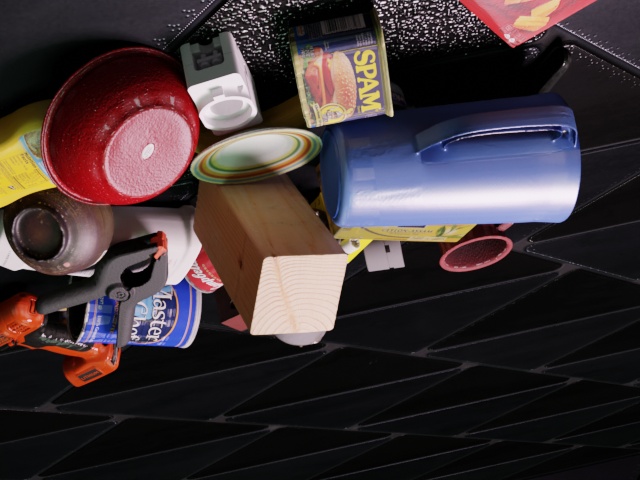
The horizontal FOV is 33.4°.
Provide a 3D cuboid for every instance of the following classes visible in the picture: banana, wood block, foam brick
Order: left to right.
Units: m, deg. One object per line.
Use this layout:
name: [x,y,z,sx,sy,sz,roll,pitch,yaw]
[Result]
foam brick: [-0.102,0.069,1.384,0.053,0.078,0.051,-27,151,21]
wood block: [-0.058,0.002,1.102,0.090,0.206,0.091,-2,121,-24]
banana: [-0.054,-0.121,1.069,0.198,0.037,0.069,-16,155,5]

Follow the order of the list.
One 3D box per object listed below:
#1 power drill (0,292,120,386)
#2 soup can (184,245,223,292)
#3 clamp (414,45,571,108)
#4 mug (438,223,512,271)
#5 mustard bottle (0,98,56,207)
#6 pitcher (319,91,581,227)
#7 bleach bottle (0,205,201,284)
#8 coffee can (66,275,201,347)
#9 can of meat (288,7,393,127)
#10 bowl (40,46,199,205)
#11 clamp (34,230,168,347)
power drill: [-0.371,0.137,1.391,0.185,0.057,0.187,-25,145,36]
soup can: [-0.111,0.011,1.274,0.102,0.068,0.068,-30,149,31]
clamp: [0.186,-0.128,1.167,0.164,0.036,0.210,-14,155,1]
mug: [0.193,-0.023,1.332,0.093,0.081,0.117,13,144,-43]
mustard bottle: [-0.265,-0.088,1.010,0.192,0.058,0.096,-17,143,7]
pitcher: [0.128,-0.080,1.059,0.242,0.145,0.149,-5,118,-11]
bleach bottle: [-0.266,-0.002,1.182,0.250,0.068,0.103,5,143,-27]
coffee can: [-0.228,0.076,1.299,0.140,0.103,0.103,5,149,-26]
can of meat: [0.019,-0.157,0.987,0.084,0.057,0.102,-10,134,1]
bowl: [-0.168,-0.091,0.967,0.161,0.055,0.162,-24,134,-28]
clamp: [-0.218,0.056,1.186,0.172,0.039,0.120,-33,136,23]
